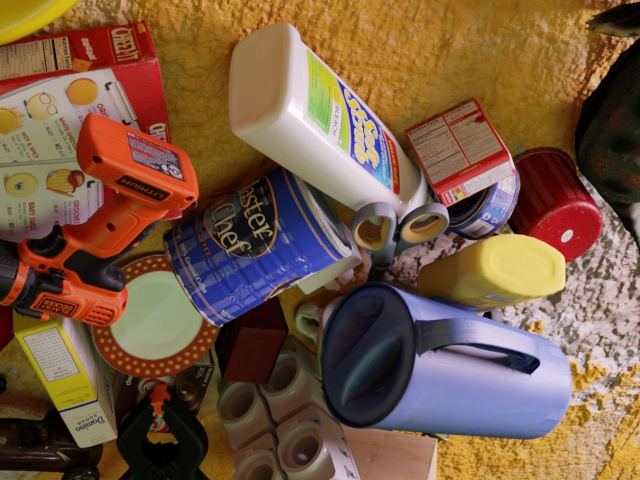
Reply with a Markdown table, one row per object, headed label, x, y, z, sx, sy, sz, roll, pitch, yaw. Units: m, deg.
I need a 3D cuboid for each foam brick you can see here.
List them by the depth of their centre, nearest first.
| label | x | y | z | sx | sy | sz | roll | pitch | yaw |
| --- | --- | --- | --- | --- | --- | --- | --- | --- | --- |
| foam brick | -0.071 | 0.100 | 1.083 | 0.051 | 0.053 | 0.078 | 5 | 127 | -22 |

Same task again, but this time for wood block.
| label | x | y | z | sx | sy | sz | roll | pitch | yaw |
| --- | --- | --- | --- | --- | --- | --- | --- | --- | --- |
| wood block | 0.018 | 0.261 | 1.170 | 0.206 | 0.090 | 0.091 | 7 | 133 | 13 |

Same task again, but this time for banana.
| label | x | y | z | sx | sy | sz | roll | pitch | yaw |
| --- | --- | --- | --- | --- | --- | --- | --- | --- | --- |
| banana | -0.217 | -0.193 | 0.794 | 0.198 | 0.037 | 0.069 | -38 | 113 | 14 |

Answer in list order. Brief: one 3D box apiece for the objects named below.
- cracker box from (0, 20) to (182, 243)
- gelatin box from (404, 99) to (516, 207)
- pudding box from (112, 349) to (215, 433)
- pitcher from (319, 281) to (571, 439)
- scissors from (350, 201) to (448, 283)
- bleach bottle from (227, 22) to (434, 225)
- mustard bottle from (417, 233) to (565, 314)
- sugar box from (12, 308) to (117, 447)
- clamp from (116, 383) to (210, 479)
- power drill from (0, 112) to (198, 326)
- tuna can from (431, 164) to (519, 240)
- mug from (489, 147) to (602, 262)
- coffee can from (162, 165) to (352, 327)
| label | x | y | z | sx | sy | sz | roll | pitch | yaw |
| --- | --- | --- | --- | --- | --- | --- | --- | --- | --- |
| cracker box | -0.230 | -0.079 | 0.863 | 0.213 | 0.072 | 0.164 | -12 | 134 | -10 |
| gelatin box | 0.126 | -0.079 | 0.965 | 0.073 | 0.089 | 0.030 | -26 | 134 | 6 |
| pudding box | -0.167 | 0.152 | 1.107 | 0.090 | 0.039 | 0.114 | 6 | 127 | -21 |
| pitcher | 0.133 | 0.123 | 1.016 | 0.242 | 0.149 | 0.145 | 15 | 106 | -36 |
| scissors | 0.076 | 0.011 | 0.997 | 0.096 | 0.016 | 0.201 | -11 | 155 | 6 |
| bleach bottle | 0.023 | -0.084 | 0.935 | 0.068 | 0.102 | 0.250 | -17 | 149 | 33 |
| mustard bottle | 0.150 | 0.042 | 1.050 | 0.096 | 0.058 | 0.192 | 7 | 165 | -20 |
| sugar box | -0.241 | 0.108 | 1.008 | 0.048 | 0.093 | 0.176 | -15 | 132 | -5 |
| clamp | -0.175 | 0.237 | 1.123 | 0.164 | 0.036 | 0.210 | -3 | 126 | 3 |
| power drill | -0.201 | -0.013 | 0.844 | 0.184 | 0.057 | 0.188 | 19 | 128 | -40 |
| tuna can | 0.144 | -0.045 | 1.004 | 0.033 | 0.086 | 0.086 | 24 | 119 | -32 |
| mug | 0.212 | -0.027 | 1.044 | 0.117 | 0.081 | 0.093 | -14 | 133 | -6 |
| coffee can | -0.056 | 0.001 | 0.967 | 0.140 | 0.103 | 0.102 | -29 | 132 | 8 |
